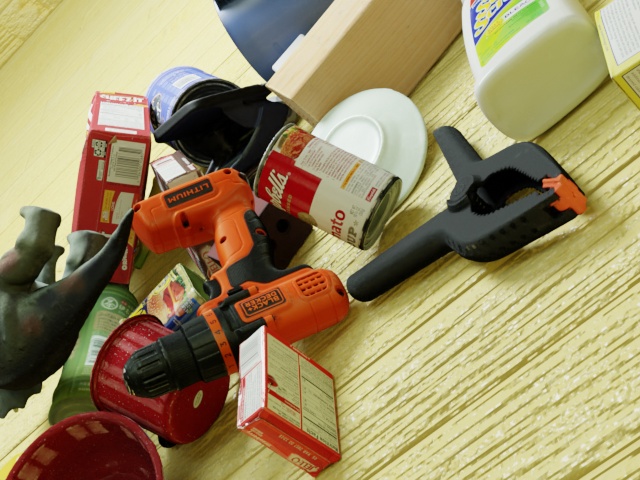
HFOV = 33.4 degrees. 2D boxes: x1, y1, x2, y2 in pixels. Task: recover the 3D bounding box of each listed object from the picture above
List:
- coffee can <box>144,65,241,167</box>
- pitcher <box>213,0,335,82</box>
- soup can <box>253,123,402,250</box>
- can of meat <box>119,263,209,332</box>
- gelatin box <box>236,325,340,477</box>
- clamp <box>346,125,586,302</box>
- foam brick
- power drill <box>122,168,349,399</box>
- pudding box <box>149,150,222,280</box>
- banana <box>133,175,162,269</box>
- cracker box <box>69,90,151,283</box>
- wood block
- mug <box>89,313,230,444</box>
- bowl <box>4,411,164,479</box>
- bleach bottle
[{"bbox_3d":[-0.145,-0.149,1.262,0.103,0.102,0.140,-52,26,-2],"label":"coffee can"},{"bbox_3d":[0.009,-0.282,1.126,0.243,0.145,0.149,-34,-1,17],"label":"pitcher"},{"bbox_3d":[0.007,-0.043,0.863,0.068,0.102,0.068,-56,-15,-24],"label":"soup can"},{"bbox_3d":[-0.136,0.077,1.009,0.084,0.057,0.102,-47,27,2],"label":"can of meat"},{"bbox_3d":[-0.023,0.114,0.758,0.030,0.073,0.089,-40,29,23],"label":"gelatin box"},{"bbox_3d":[0.104,-0.017,0.766,0.164,0.036,0.210,-57,23,-11],"label":"clamp"},{"bbox_3d":[-0.056,0.001,0.981,0.078,0.053,0.051,-56,26,-8],"label":"foam brick"},{"bbox_3d":[-0.091,0.032,0.869,0.184,0.057,0.188,-21,48,-12],"label":"power drill"},{"bbox_3d":[-0.127,-0.025,1.063,0.039,0.113,0.090,-23,23,-13],"label":"pudding box"},{"bbox_3d":[-0.190,-0.045,1.256,0.070,0.037,0.197,-43,20,24],"label":"banana"},{"bbox_3d":[-0.235,-0.066,1.192,0.214,0.072,0.164,-118,37,-69],"label":"cracker box"},{"bbox_3d":[0.055,-0.193,1.011,0.206,0.090,0.090,-51,25,1],"label":"wood block"},{"bbox_3d":[-0.123,0.113,0.894,0.082,0.093,0.117,21,33,29],"label":"mug"},{"bbox_3d":[-0.182,0.222,0.855,0.162,0.055,0.162,-13,57,20],"label":"bowl"},{"bbox_3d":[0.154,-0.178,0.867,0.103,0.068,0.251,-40,26,18],"label":"bleach bottle"}]
